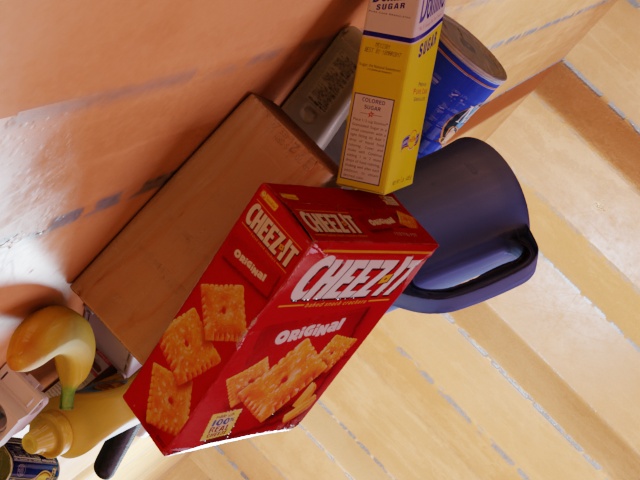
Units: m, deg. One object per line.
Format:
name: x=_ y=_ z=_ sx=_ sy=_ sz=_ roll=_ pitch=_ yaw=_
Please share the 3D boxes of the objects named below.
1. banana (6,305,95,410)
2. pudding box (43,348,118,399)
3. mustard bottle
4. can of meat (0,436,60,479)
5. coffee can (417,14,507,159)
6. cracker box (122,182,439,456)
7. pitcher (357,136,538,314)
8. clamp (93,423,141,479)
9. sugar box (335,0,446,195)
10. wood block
banana: x=-0.203 y=0.085 z=0.829 sx=0.198 sy=0.037 sz=0.069 roll=92 pitch=0 yaw=-72
pudding box: x=-0.253 y=0.164 z=1.107 sx=0.090 sy=0.039 sz=0.114 roll=-42 pitch=175 yaw=-29
mustard bottle: x=-0.201 y=0.156 z=0.983 sx=0.096 sy=0.058 sz=0.191 roll=-16 pitch=-179 yaw=30
can of meat: x=-0.303 y=0.227 z=0.991 sx=0.102 sy=0.057 sz=0.083 roll=-46 pitch=155 yaw=5
coffee can: x=0.106 y=-0.149 z=1.092 sx=0.140 sy=0.103 sz=0.102 roll=-47 pitch=173 yaw=24
cracker box: x=-0.028 y=0.061 z=0.814 sx=0.163 sy=0.072 sz=0.214 roll=0 pitch=132 yaw=-53
pitcher: x=0.070 y=0.008 z=0.985 sx=0.242 sy=0.145 sz=0.149 roll=-24 pitch=-179 yaw=-24
clamp: x=-0.170 y=0.142 z=1.152 sx=0.164 sy=0.036 sz=0.210 roll=-25 pitch=135 yaw=-62
sugar box: x=0.058 y=-0.128 z=0.808 sx=0.093 sy=0.048 sz=0.176 roll=-28 pitch=132 yaw=-70
wood block: x=-0.084 y=-0.008 z=0.843 sx=0.206 sy=0.090 sz=0.090 roll=-45 pitch=173 yaw=9
